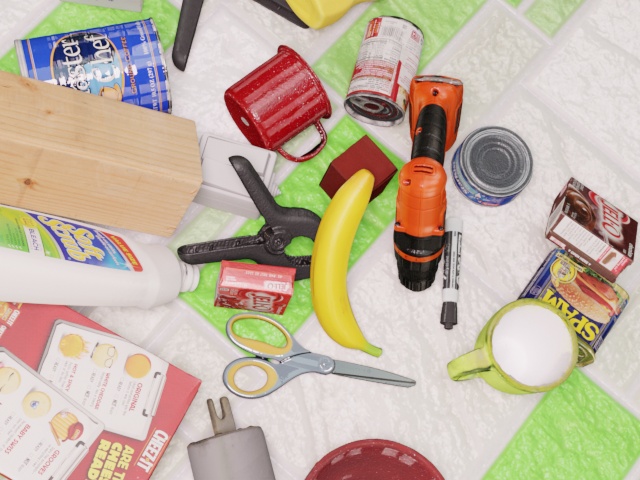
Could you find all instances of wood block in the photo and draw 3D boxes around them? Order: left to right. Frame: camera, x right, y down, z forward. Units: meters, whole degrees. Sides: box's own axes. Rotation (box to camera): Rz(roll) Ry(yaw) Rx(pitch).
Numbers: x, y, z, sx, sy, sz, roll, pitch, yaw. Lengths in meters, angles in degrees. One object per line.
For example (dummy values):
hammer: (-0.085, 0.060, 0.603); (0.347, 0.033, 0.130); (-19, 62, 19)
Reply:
wood block: (-0.227, -0.080, 1.025); (0.205, 0.091, 0.090); (12, 45, -27)

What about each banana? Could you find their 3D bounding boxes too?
banana: (0.023, 0.027, 1.075); (0.069, 0.037, 0.198); (-8, 107, -17)

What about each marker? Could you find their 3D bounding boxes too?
marker: (0.139, 0.035, 1.133); (0.020, 0.020, 0.121); (7, 73, -7)

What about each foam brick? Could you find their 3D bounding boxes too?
foam brick: (0.038, -0.066, 1.116); (0.053, 0.078, 0.051); (-38, 84, -17)

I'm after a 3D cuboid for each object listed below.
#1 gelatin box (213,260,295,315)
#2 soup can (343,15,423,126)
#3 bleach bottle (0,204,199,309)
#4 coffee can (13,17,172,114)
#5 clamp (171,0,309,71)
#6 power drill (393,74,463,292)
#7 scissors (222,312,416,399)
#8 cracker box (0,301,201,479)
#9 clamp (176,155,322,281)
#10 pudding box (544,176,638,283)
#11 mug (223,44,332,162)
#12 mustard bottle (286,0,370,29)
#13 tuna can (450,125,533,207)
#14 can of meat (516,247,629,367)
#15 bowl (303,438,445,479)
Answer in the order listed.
gelatin box: (-0.066, 0.048, 1.059); (0.073, 0.089, 0.030); (8, 72, -7)
soup can: (0.070, -0.185, 1.162); (0.068, 0.068, 0.102); (17, 71, -4)
bleach bottle: (-0.232, 0.018, 1.015); (0.250, 0.068, 0.103); (8, 34, -38)
coffee can: (-0.231, -0.165, 1.090); (0.140, 0.103, 0.103); (-12, 76, -13)
clamp: (-0.128, -0.292, 1.178); (0.164, 0.036, 0.210); (-29, 83, -18)
power drill: (0.110, -0.062, 1.099); (0.057, 0.184, 0.187); (6, 53, 5)
scissors: (-0.011, 0.140, 1.080); (0.201, 0.016, 0.096); (27, 73, 0)
cracker box: (-0.245, 0.157, 1.009); (0.213, 0.072, 0.164); (29, 72, -1)
clamp: (-0.057, 0.001, 1.076); (0.171, 0.039, 0.120); (34, 106, -27)
pudding box: (0.288, -0.013, 1.130); (0.090, 0.039, 0.113); (34, 31, 2)
mug: (-0.041, -0.135, 1.123); (0.081, 0.093, 0.117); (-37, 100, -12)
mustard bottle: (0.045, -0.311, 1.190); (0.191, 0.058, 0.096); (-30, 82, -29)
tuna can: (0.188, -0.082, 1.167); (0.086, 0.034, 0.086); (2, 73, -8)
can of meat: (0.262, 0.068, 1.123); (0.102, 0.057, 0.083); (38, 69, 3)
bowl: (0.049, 0.275, 1.028); (0.162, 0.055, 0.162); (2, 73, -8)
